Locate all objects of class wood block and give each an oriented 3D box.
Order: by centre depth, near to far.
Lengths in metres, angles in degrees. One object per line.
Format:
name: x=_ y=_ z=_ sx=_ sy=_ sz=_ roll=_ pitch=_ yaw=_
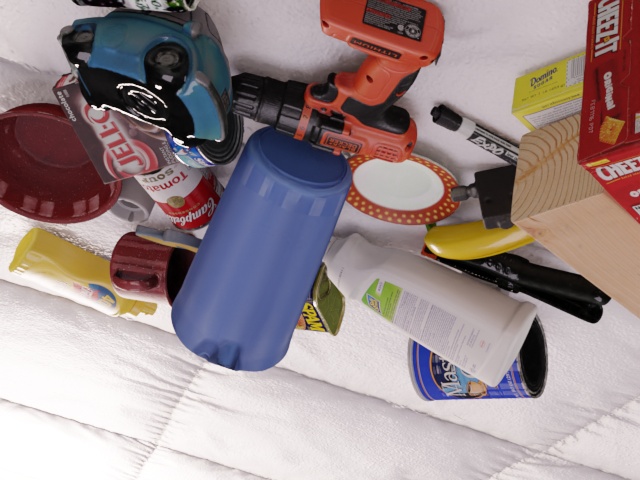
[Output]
wood block: x=0.265 y=-0.016 z=0.914 sx=0.205 sy=0.090 sz=0.091 roll=33 pitch=145 yaw=-33

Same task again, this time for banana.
banana: x=0.175 y=-0.016 z=1.059 sx=0.198 sy=0.069 sz=0.037 roll=-13 pitch=136 yaw=38

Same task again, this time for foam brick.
foam brick: x=-0.310 y=-0.060 z=1.200 sx=0.078 sy=0.051 sz=0.053 roll=23 pitch=147 yaw=-15

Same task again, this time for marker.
marker: x=0.153 y=-0.093 z=0.988 sx=0.121 sy=0.020 sz=0.020 roll=25 pitch=148 yaw=-19

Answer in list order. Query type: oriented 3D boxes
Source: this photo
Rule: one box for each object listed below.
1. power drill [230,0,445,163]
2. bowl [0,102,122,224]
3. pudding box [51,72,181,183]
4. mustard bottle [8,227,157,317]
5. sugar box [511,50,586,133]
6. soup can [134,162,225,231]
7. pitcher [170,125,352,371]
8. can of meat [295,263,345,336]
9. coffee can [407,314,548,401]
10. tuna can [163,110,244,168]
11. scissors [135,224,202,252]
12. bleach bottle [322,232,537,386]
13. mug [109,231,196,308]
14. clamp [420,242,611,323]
power drill: x=0.015 y=-0.145 z=0.925 sx=0.184 sy=0.057 sz=0.188 roll=14 pitch=152 yaw=-8
bowl: x=-0.282 y=-0.090 z=1.116 sx=0.162 sy=0.055 sz=0.162 roll=3 pitch=138 yaw=3
pudding box: x=-0.189 y=-0.117 z=1.022 sx=0.090 sy=0.039 sz=0.113 roll=-15 pitch=120 yaw=17
mustard bottle: x=-0.297 y=0.051 z=1.371 sx=0.191 sy=0.058 sz=0.096 roll=27 pitch=148 yaw=-22
sugar box: x=0.254 y=-0.092 z=0.925 sx=0.094 sy=0.048 sz=0.176 roll=-16 pitch=142 yaw=41
soup can: x=-0.150 y=-0.066 z=1.110 sx=0.069 sy=0.068 sz=0.102 roll=-2 pitch=145 yaw=25
pitcher: x=-0.057 y=0.001 z=1.085 sx=0.144 sy=0.149 sz=0.243 roll=-13 pitch=140 yaw=-41
can of meat: x=-0.025 y=0.069 z=1.293 sx=0.084 sy=0.057 sz=0.102 roll=4 pitch=148 yaw=21
coffee can: x=0.188 y=0.139 z=1.275 sx=0.141 sy=0.102 sz=0.102 roll=-6 pitch=144 yaw=30
tuna can: x=-0.110 y=-0.111 z=1.000 sx=0.034 sy=0.086 sz=0.086 roll=-5 pitch=145 yaw=31
scissors: x=-0.140 y=0.009 z=1.227 sx=0.096 sy=0.016 sz=0.201 roll=13 pitch=174 yaw=20
bleach bottle: x=0.102 y=0.056 z=1.160 sx=0.251 sy=0.068 sz=0.103 roll=30 pitch=133 yaw=17
mug: x=-0.202 y=0.037 z=1.262 sx=0.082 sy=0.117 sz=0.093 roll=7 pitch=110 yaw=21
clamp: x=0.211 y=0.039 z=1.137 sx=0.210 sy=0.036 sz=0.164 roll=19 pitch=172 yaw=21
